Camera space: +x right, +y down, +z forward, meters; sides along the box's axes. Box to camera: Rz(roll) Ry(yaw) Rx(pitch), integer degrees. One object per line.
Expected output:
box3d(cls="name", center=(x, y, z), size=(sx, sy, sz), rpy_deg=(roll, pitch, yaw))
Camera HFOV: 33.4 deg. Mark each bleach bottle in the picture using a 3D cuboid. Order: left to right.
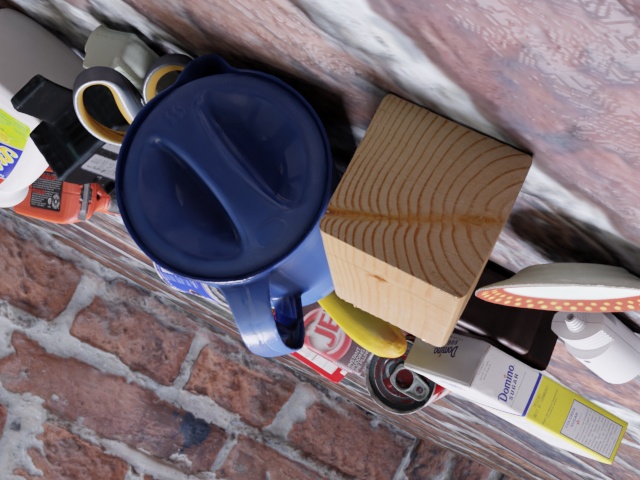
box3d(cls="bleach bottle", center=(-0.259, -0.086, 0.894), size=(0.102, 0.068, 0.251), rpy_deg=(40, 149, -2))

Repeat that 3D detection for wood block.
box3d(cls="wood block", center=(0.062, -0.002, 0.673), size=(0.091, 0.090, 0.206), rpy_deg=(26, 170, 8))

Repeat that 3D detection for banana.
box3d(cls="banana", center=(0.011, 0.036, 0.888), size=(0.198, 0.037, 0.069), rpy_deg=(51, 172, 32))

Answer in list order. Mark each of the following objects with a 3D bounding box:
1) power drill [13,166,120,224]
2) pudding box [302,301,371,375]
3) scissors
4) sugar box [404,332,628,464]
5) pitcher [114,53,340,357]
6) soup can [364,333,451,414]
box3d(cls="power drill", center=(-0.200, -0.045, 1.044), size=(0.185, 0.057, 0.187), rpy_deg=(7, -176, 45))
box3d(cls="pudding box", center=(0.021, 0.056, 0.999), size=(0.090, 0.113, 0.039), rpy_deg=(30, 173, -20))
box3d(cls="scissors", center=(-0.099, -0.067, 0.761), size=(0.201, 0.096, 0.016), rpy_deg=(48, -160, -53))
box3d(cls="sugar box", center=(0.166, 0.129, 0.899), size=(0.176, 0.048, 0.093), rpy_deg=(33, 169, -29))
box3d(cls="pitcher", center=(-0.040, -0.009, 0.743), size=(0.145, 0.149, 0.242), rpy_deg=(30, 175, 14))
box3d(cls="soup can", center=(0.091, 0.119, 0.991), size=(0.069, 0.068, 0.102), rpy_deg=(23, -169, 22))
